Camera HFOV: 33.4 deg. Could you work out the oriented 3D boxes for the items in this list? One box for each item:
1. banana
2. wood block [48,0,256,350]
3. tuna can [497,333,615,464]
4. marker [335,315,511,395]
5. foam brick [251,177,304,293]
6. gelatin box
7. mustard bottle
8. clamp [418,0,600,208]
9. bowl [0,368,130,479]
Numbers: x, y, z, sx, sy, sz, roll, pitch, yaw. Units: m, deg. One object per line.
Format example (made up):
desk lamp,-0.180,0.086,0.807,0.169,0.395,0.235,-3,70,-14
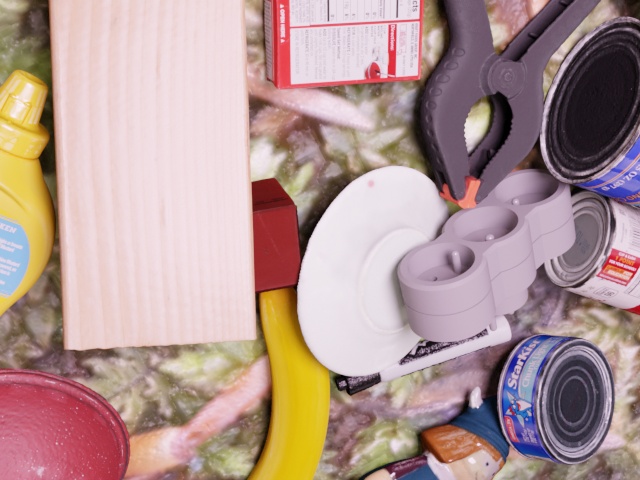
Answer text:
banana,-0.028,0.118,0.680,0.069,0.037,0.198,10,108,-22
wood block,-0.085,-0.055,0.526,0.090,0.090,0.206,-3,92,-12
tuna can,0.159,0.106,0.715,0.085,0.034,0.086,0,90,-39
marker,0.067,0.076,0.703,0.121,0.020,0.020,-18,115,-10
foam brick,-0.054,0.001,0.616,0.078,0.053,0.051,-10,114,-13
gelatin box,0.014,-0.126,0.600,0.089,0.030,0.073,-6,111,-15
mustard bottle,-0.186,0.003,0.522,0.096,0.058,0.192,28,102,-21
clamp,0.113,-0.104,0.635,0.120,0.039,0.171,2,108,-13
bowl,-0.185,0.150,0.611,0.162,0.055,0.162,-11,129,-14
